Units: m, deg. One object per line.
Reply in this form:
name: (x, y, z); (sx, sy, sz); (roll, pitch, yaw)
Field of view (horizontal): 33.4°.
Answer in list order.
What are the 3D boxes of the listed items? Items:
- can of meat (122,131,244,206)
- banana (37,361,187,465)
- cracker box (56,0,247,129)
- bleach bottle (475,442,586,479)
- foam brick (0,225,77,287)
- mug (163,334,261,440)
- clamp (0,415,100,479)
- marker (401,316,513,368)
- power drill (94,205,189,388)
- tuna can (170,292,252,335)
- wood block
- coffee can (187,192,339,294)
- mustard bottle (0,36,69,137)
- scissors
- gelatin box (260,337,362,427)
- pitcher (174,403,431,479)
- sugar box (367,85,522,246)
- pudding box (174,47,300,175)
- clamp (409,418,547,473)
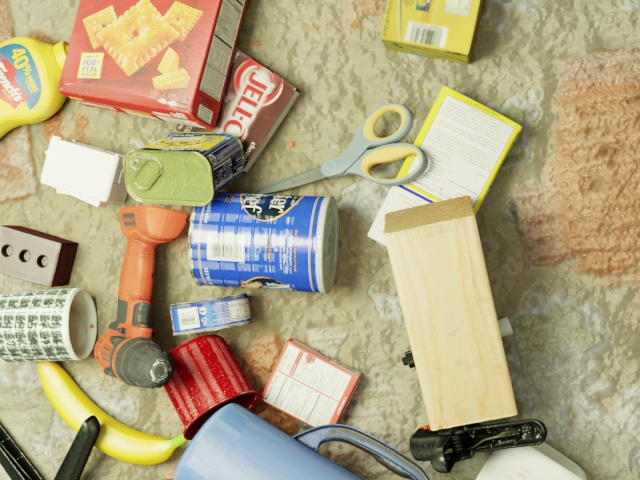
can of meat: (-0.140, -0.078, 1.110); (0.102, 0.083, 0.057); (4, 113, 22)
banana: (-0.238, 0.201, 1.191); (0.198, 0.037, 0.070); (25, 98, 12)
cracker box: (-0.171, -0.238, 1.131); (0.164, 0.072, 0.214); (13, 87, 19)
bleach bottle: (0.168, 0.321, 1.109); (0.102, 0.068, 0.251); (33, 99, 8)
foam brick: (-0.321, 0.017, 1.196); (0.078, 0.051, 0.053); (15, 93, 10)
mug: (-0.126, 0.161, 1.147); (0.081, 0.093, 0.117); (58, 145, 23)
clamp: (-0.314, 0.287, 1.200); (0.165, 0.036, 0.210); (5, 102, 25)
marker: (0.144, 0.109, 1.130); (0.121, 0.020, 0.020); (-20, 88, 10)
power drill: (-0.186, 0.058, 1.121); (0.057, 0.185, 0.187); (12, 86, -27)
tuna can: (-0.118, 0.079, 1.143); (0.086, 0.086, 0.034); (-9, 88, 10)
wood block: (0.129, 0.070, 1.062); (0.090, 0.090, 0.206); (-12, 104, 7)
coffee can: (-0.057, 0.001, 1.122); (0.140, 0.102, 0.103); (3, 92, 10)
mustard bottle: (-0.341, -0.173, 1.193); (0.192, 0.058, 0.096); (-24, 82, 9)
scissors: (0.020, -0.095, 1.132); (0.202, 0.016, 0.096); (1, 80, 28)
gelatin box: (-0.010, 0.157, 1.154); (0.089, 0.030, 0.073); (26, 97, 9)
pitcher: (-0.015, 0.261, 1.061); (0.243, 0.149, 0.145); (32, 117, 13)
sugar box: (0.130, -0.062, 1.117); (0.093, 0.048, 0.176); (29, 100, 9)
pudding box: (-0.089, -0.141, 1.157); (0.090, 0.039, 0.113); (34, 97, 8)
clamp: (0.130, 0.203, 1.060); (0.120, 0.172, 0.039); (-5, 81, -27)
